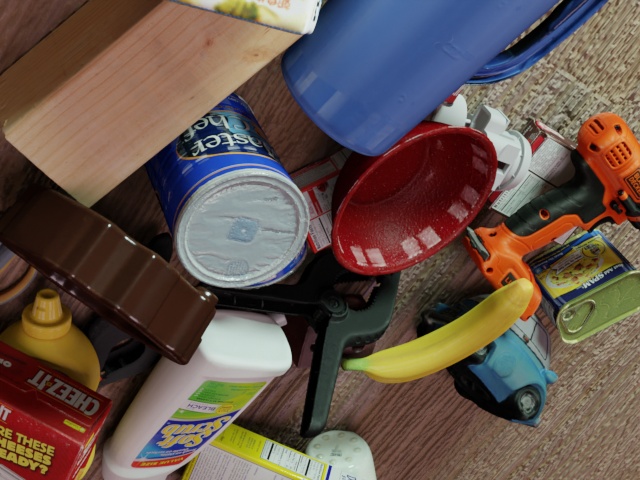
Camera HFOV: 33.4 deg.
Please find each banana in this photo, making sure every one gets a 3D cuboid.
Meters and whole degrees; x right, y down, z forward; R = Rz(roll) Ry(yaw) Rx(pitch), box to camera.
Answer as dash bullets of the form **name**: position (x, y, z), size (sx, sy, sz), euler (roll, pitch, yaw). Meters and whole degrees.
- **banana**: position (0.118, 0.092, 0.993), size (0.198, 0.037, 0.069), euler (-29, 155, 21)

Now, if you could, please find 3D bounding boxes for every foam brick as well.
- **foam brick**: position (0.009, 0.087, 1.028), size (0.078, 0.051, 0.053), euler (1, 124, -23)

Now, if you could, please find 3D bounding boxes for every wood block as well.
- **wood block**: position (-0.129, -0.133, 0.782), size (0.206, 0.091, 0.090), euler (-38, 130, 7)

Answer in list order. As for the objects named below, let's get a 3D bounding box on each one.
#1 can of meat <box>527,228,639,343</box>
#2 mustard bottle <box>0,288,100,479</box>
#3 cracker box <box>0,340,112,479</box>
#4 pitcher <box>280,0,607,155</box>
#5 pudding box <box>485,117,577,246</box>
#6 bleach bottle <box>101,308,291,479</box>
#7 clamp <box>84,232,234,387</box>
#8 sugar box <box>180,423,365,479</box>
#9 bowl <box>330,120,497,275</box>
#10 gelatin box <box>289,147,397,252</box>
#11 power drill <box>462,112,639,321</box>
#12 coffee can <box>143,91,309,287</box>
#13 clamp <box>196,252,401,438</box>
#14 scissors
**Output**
- **can of meat**: position (0.266, 0.044, 1.082), size (0.102, 0.084, 0.057), euler (-27, 131, -2)
- **mustard bottle**: position (-0.243, 0.124, 0.937), size (0.096, 0.058, 0.192), euler (15, 122, 6)
- **cracker box**: position (-0.289, 0.185, 0.908), size (0.164, 0.072, 0.214), euler (28, 122, -1)
- **pitcher**: position (0.094, -0.172, 0.773), size (0.149, 0.144, 0.243), euler (48, 113, 4)
- **pudding box**: position (0.217, -0.054, 1.020), size (0.113, 0.039, 0.090), euler (25, 114, -32)
- **bleach bottle**: position (-0.132, 0.168, 1.007), size (0.102, 0.068, 0.251), euler (9, 132, -36)
- **clamp**: position (-0.157, 0.065, 0.950), size (0.171, 0.039, 0.120), euler (-38, 130, 4)
- **sugar box**: position (-0.050, 0.252, 1.081), size (0.176, 0.048, 0.093), euler (23, 118, -3)
- **bowl**: position (0.068, -0.046, 0.901), size (0.162, 0.055, 0.162), euler (-22, 142, -18)
- **gelatin box**: position (0.016, -0.040, 0.951), size (0.089, 0.030, 0.073), euler (-27, 132, -3)
- **power drill**: position (0.241, -0.009, 1.000), size (0.188, 0.057, 0.184), euler (-39, 125, 9)
- **coffee can**: position (-0.079, -0.045, 0.835), size (0.102, 0.140, 0.103), euler (-11, 128, -15)
- **clamp**: position (-0.005, 0.060, 0.963), size (0.209, 0.164, 0.036), euler (-40, 174, -42)
- **scissors**: position (-0.238, -0.029, 0.862), size (0.096, 0.016, 0.202), euler (22, 114, -35)
